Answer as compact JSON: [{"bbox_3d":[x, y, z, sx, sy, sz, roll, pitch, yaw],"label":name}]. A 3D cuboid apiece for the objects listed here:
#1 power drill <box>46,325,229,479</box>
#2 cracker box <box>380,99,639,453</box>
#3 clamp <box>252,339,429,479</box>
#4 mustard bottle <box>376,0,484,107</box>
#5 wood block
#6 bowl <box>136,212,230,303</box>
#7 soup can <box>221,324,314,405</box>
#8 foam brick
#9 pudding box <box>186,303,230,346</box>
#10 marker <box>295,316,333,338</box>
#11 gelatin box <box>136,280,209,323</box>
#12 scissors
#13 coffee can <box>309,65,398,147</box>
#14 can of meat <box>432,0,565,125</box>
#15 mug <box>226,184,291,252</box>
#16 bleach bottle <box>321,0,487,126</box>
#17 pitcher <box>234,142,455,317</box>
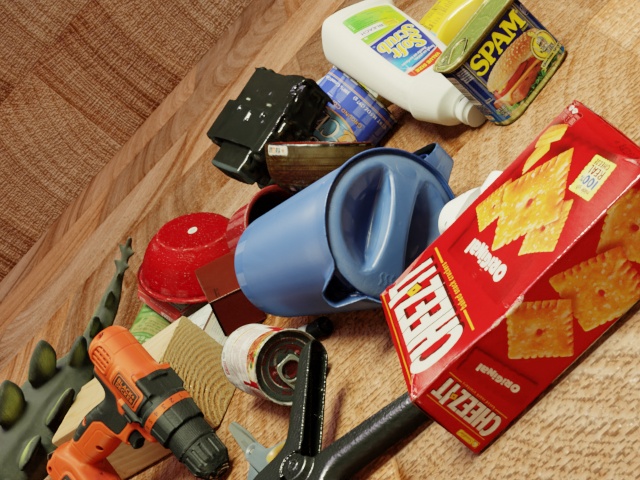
[{"bbox_3d":[-0.183,0.203,1.045,0.057,0.184,0.188,-12,-38,-53],"label":"power drill"},{"bbox_3d":[0.142,0.015,0.732,0.214,0.072,0.164,-46,18,13],"label":"cracker box"},{"bbox_3d":[-0.012,0.172,0.818,0.210,0.036,0.165,-55,31,-7],"label":"clamp"},{"bbox_3d":[0.135,-0.234,1.263,0.191,0.058,0.096,-48,24,5],"label":"mustard bottle"},{"bbox_3d":[-0.188,0.177,1.157,0.206,0.090,0.090,-35,22,39],"label":"wood block"},{"bbox_3d":[-0.152,0.011,1.315,0.162,0.055,0.162,-6,30,3],"label":"bowl"},{"bbox_3d":[-0.046,0.113,0.988,0.068,0.068,0.102,-55,18,-15],"label":"soup can"},{"bbox_3d":[-0.102,0.059,1.196,0.053,0.051,0.078,-25,33,-4],"label":"foam brick"},{"bbox_3d":[-0.148,0.129,1.243,0.090,0.039,0.113,-32,27,41],"label":"pudding box"},{"bbox_3d":[-0.028,0.099,1.051,0.121,0.020,0.020,-29,27,47],"label":"marker"},{"bbox_3d":[-0.174,0.061,1.343,0.089,0.073,0.030,-39,-29,-38],"label":"gelatin box"},{"bbox_3d":[-0.064,0.204,0.931,0.096,0.016,0.202,-57,19,-20],"label":"scissors"},{"bbox_3d":[0.008,-0.122,1.268,0.140,0.102,0.103,-49,18,3],"label":"coffee can"},{"bbox_3d":[0.172,-0.173,1.014,0.102,0.084,0.057,-51,18,-4],"label":"can of meat"},{"bbox_3d":[-0.058,0.002,1.227,0.082,0.093,0.117,157,112,-63],"label":"mug"},{"bbox_3d":[0.102,-0.186,1.146,0.102,0.068,0.251,-24,39,-19],"label":"bleach bottle"},{"bbox_3d":[0.019,-0.001,0.980,0.243,0.149,0.145,-20,75,62],"label":"pitcher"}]
